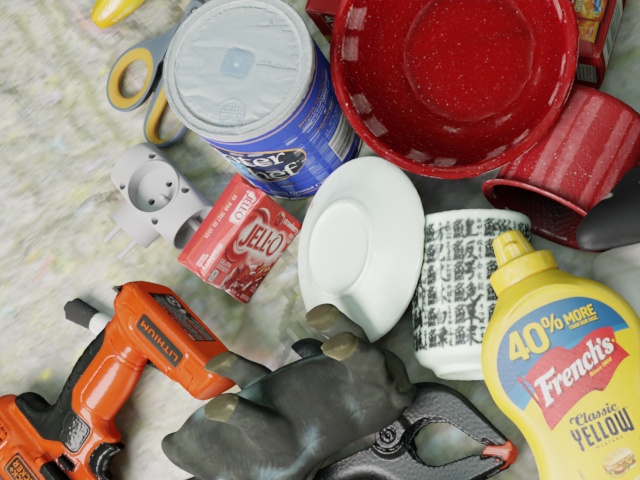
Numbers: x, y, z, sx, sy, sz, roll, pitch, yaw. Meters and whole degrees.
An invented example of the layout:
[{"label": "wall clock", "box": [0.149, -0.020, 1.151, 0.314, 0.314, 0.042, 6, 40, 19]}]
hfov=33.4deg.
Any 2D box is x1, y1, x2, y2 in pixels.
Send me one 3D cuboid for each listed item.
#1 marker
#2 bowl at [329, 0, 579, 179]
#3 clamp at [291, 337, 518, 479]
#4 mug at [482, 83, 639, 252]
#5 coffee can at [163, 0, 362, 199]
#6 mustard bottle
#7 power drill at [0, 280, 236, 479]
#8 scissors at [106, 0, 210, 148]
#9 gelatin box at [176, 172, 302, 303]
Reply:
[{"label": "marker", "box": [-0.143, 0.074, 0.798, 0.121, 0.020, 0.020, 25, 84, 21]}, {"label": "bowl", "box": [0.090, -0.122, 0.695, 0.162, 0.055, 0.162, 3, 98, 21]}, {"label": "clamp", "box": [0.042, 0.141, 0.717, 0.172, 0.039, 0.120, 13, 86, 26]}, {"label": "mug", "box": [0.177, -0.044, 0.703, 0.117, 0.093, 0.081, 28, 80, 4]}, {"label": "coffee can", "box": [-0.035, -0.096, 0.746, 0.103, 0.140, 0.103, -4, 75, 15]}, {"label": "mustard bottle", "box": [0.148, 0.080, 0.619, 0.096, 0.058, 0.192, -25, 70, 7]}, {"label": "power drill", "box": [-0.140, 0.136, 0.749, 0.184, 0.057, 0.188, 45, 100, 17]}, {"label": "scissors", "box": [-0.113, -0.173, 0.832, 0.096, 0.016, 0.202, 18, 95, 28]}, {"label": "gelatin box", "box": [-0.055, 0.001, 0.754, 0.030, 0.089, 0.073, 35, 87, 21]}]
